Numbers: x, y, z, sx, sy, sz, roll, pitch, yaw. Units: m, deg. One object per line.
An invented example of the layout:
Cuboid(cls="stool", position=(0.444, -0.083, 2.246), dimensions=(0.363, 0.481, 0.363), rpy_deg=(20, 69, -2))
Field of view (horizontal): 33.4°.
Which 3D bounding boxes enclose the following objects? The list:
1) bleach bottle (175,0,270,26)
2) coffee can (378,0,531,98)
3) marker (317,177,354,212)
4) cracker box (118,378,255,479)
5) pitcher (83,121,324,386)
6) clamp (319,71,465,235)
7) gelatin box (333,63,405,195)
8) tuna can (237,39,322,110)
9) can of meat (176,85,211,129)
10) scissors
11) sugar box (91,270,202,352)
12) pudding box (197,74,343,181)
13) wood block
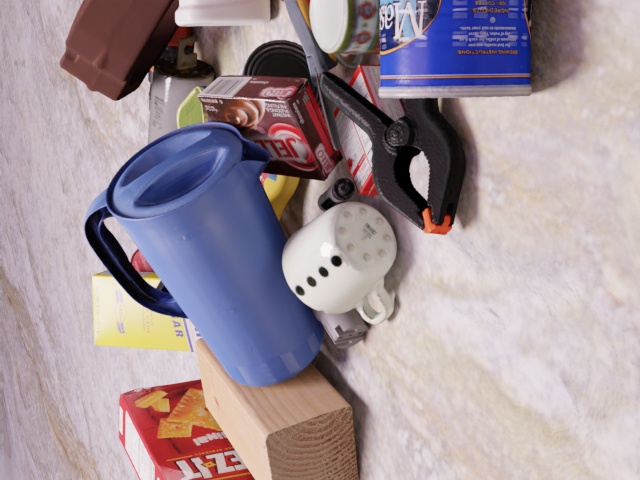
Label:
Cuboid(cls="bleach bottle", position=(-0.105, -0.352, 1.109), dimensions=(0.068, 0.102, 0.251), rpy_deg=(-159, 65, -69))
Cuboid(cls="coffee can", position=(0.090, -0.166, 0.711), dimensions=(0.103, 0.102, 0.140), rpy_deg=(-163, 70, -64))
Cuboid(cls="marker", position=(0.013, -0.040, 0.964), dimensions=(0.121, 0.020, 0.020), rpy_deg=(152, 112, -82))
Cuboid(cls="cracker box", position=(-0.115, 0.228, 1.166), dimensions=(0.214, 0.164, 0.072), rpy_deg=(-139, 47, -58))
Cuboid(cls="pitcher", position=(-0.097, 0.024, 0.995), dimensions=(0.149, 0.144, 0.242), rpy_deg=(19, 144, 45))
Cuboid(cls="clamp", position=(0.073, -0.091, 0.825), dimensions=(0.120, 0.039, 0.171), rpy_deg=(-39, 69, 37))
Cuboid(cls="gelatin box", position=(0.045, -0.094, 0.913), dimensions=(0.073, 0.030, 0.089), rpy_deg=(120, 138, -50))
Cuboid(cls="tuna can", position=(-0.038, -0.146, 1.020), dimensions=(0.034, 0.086, 0.086), rpy_deg=(150, 113, -66))
Cuboid(cls="can of meat", position=(-0.104, -0.134, 1.171), dimensions=(0.102, 0.083, 0.057), rpy_deg=(150, 113, -64))
Cuboid(cls="scissors", position=(0.005, -0.143, 0.938), dimensions=(0.096, 0.016, 0.202), rpy_deg=(39, -150, -59))
Cuboid(cls="sugar box", position=(-0.195, 0.088, 1.323), dimensions=(0.048, 0.176, 0.093), rpy_deg=(-24, -66, -69))
Cuboid(cls="pudding box", position=(-0.045, -0.102, 0.954), dimensions=(0.114, 0.039, 0.090), rpy_deg=(12, 140, 41))
Cuboid(cls="wood block", position=(-0.048, 0.169, 1.080), dimensions=(0.206, 0.090, 0.091), rpy_deg=(-140, 38, -57))
